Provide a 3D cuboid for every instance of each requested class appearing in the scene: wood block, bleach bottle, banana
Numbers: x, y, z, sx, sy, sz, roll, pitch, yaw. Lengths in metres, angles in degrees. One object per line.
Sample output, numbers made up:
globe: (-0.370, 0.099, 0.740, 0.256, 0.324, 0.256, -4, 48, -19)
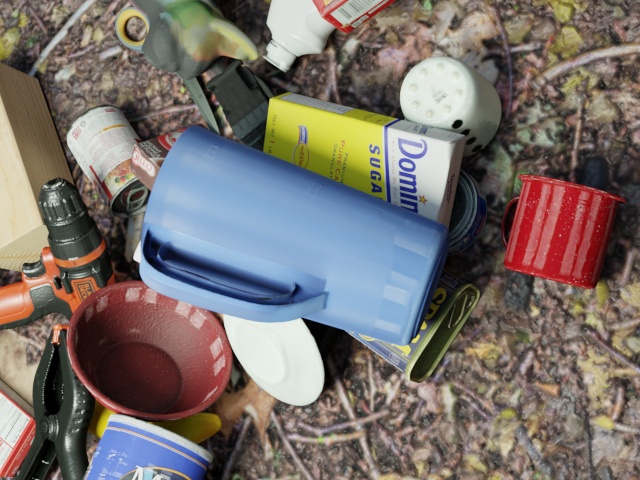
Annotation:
wood block: (-0.335, -0.080, 1.148, 0.090, 0.090, 0.206, -28, 71, 17)
bleach bottle: (0.032, -0.273, 1.048, 0.103, 0.068, 0.251, 39, 98, 24)
banana: (-0.192, 0.174, 1.071, 0.198, 0.037, 0.069, 20, 91, 24)

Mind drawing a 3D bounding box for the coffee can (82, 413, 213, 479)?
coffee can: (-0.170, 0.241, 0.959, 0.103, 0.102, 0.140, 13, 68, 24)

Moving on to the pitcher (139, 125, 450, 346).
pitcher: (-0.024, 0.007, 0.893, 0.243, 0.145, 0.149, 19, 83, 10)

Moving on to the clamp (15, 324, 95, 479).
clamp: (-0.250, 0.190, 1.048, 0.165, 0.036, 0.210, 14, 97, 47)

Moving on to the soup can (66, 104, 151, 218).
soup can: (-0.212, -0.083, 1.110, 0.068, 0.068, 0.102, -41, 68, 11)

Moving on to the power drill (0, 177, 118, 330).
power drill: (-0.301, 0.032, 1.060, 0.187, 0.184, 0.057, -10, 32, 6)

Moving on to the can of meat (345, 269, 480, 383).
can of meat: (0.081, 0.063, 0.968, 0.084, 0.057, 0.102, 34, 94, 27)

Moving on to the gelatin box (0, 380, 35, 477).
gelatin box: (-0.343, 0.197, 1.134, 0.089, 0.030, 0.073, 32, 92, 24)

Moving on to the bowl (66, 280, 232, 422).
bowl: (-0.169, 0.118, 1.032, 0.162, 0.161, 0.055, 50, 137, 22)

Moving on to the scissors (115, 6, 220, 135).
scissors: (-0.166, -0.187, 1.139, 0.096, 0.016, 0.202, -18, 74, 20)

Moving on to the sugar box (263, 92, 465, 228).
sugar box: (0.035, -0.068, 0.956, 0.176, 0.048, 0.093, 17, 112, 23)

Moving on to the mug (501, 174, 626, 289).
mug: (0.198, -0.008, 0.922, 0.117, 0.093, 0.081, 15, 91, 55)

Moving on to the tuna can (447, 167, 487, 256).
tuna can: (0.108, -0.030, 0.985, 0.086, 0.033, 0.086, -4, 79, 22)

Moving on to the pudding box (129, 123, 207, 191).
pudding box: (-0.119, -0.063, 1.055, 0.114, 0.089, 0.039, 43, 133, 22)
